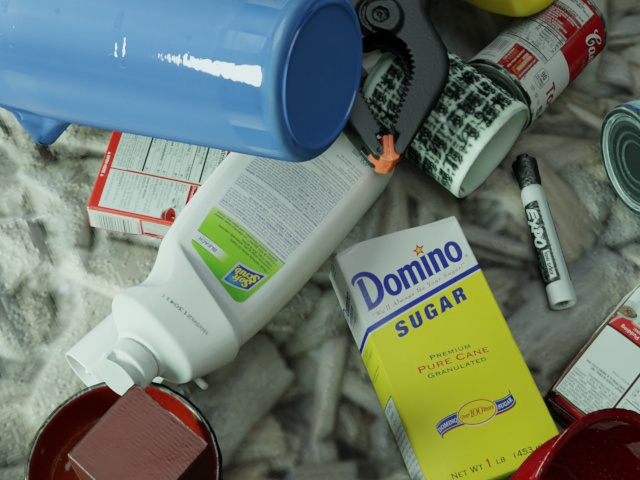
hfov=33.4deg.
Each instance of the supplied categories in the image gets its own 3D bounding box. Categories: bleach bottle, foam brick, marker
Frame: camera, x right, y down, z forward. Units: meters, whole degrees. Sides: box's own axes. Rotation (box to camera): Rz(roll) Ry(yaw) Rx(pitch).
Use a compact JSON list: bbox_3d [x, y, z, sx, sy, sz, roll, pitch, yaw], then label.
[{"bbox_3d":[-0.054,0.001,0.678,0.102,0.068,0.250,37,52,8],"label":"bleach bottle"},{"bbox_3d":[-0.094,0.120,0.566,0.053,0.078,0.051,38,67,13],"label":"foam brick"},{"bbox_3d":[0.159,-0.009,0.763,0.020,0.020,0.121,-6,64,-9],"label":"marker"}]

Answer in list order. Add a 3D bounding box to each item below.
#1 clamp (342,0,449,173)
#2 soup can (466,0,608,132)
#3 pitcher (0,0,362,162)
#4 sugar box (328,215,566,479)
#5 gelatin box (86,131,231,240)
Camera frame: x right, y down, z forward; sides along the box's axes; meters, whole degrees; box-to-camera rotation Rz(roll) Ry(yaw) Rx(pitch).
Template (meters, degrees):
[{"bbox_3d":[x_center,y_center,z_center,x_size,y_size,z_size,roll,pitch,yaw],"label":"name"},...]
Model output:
[{"bbox_3d":[0.047,-0.150,0.720,0.164,0.036,0.210,-9,76,-6],"label":"clamp"},{"bbox_3d":[0.159,-0.136,0.801,0.068,0.068,0.102,39,66,14],"label":"soup can"},{"bbox_3d":[-0.098,-0.135,0.681,0.243,0.149,0.145,15,57,28],"label":"pitcher"},{"bbox_3d":[0.079,0.076,0.697,0.093,0.048,0.176,-17,67,-14],"label":"sugar box"},{"bbox_3d":[-0.110,-0.038,0.745,0.089,0.030,0.073,11,61,1],"label":"gelatin box"}]
